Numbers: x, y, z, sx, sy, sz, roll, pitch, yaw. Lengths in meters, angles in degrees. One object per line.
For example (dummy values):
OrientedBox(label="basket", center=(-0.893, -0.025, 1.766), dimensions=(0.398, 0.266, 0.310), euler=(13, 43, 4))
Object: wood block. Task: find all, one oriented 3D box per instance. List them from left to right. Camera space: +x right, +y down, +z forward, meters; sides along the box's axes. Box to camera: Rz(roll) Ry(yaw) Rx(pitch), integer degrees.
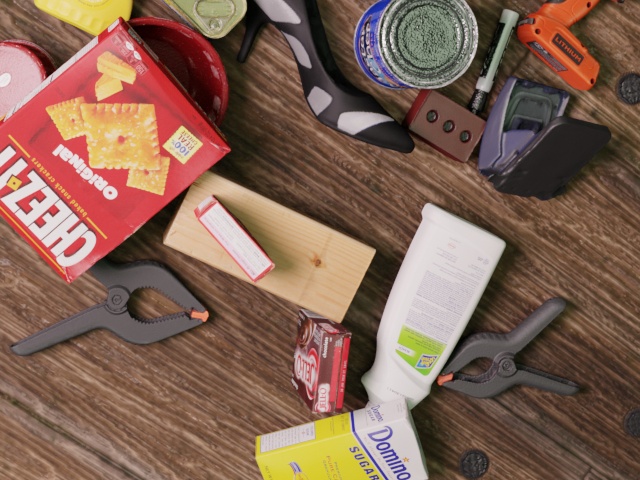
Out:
OrientedBox(label="wood block", center=(-0.058, 0.002, 1.151), dimensions=(0.206, 0.090, 0.091), euler=(25, 93, -10))

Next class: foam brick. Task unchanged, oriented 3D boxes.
OrientedBox(label="foam brick", center=(0.136, -0.127, 1.178), dimensions=(0.078, 0.051, 0.053), euler=(29, 93, -11))

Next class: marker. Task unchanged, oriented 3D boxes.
OrientedBox(label="marker", center=(0.192, -0.198, 1.192), dimensions=(0.020, 0.020, 0.121), euler=(19, 95, -10))

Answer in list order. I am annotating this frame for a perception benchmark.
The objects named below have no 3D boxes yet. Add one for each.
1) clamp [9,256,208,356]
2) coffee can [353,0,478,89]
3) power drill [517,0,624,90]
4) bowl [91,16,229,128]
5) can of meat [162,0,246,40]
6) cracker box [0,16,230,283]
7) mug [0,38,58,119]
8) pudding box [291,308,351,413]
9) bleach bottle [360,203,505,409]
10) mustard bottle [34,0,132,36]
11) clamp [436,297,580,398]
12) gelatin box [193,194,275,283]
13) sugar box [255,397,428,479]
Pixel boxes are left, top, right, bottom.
OrientedBox(label="clamp", center=(-0.225, 0.052, 1.161), dimensions=(0.209, 0.036, 0.164), euler=(5, 98, -10))
OrientedBox(label="coffee can", center=(0.096, -0.209, 1.116), dimensions=(0.102, 0.140, 0.103), euler=(-1, 98, -8))
OrientedBox(label="power drill", center=(0.325, -0.261, 1.183), dimensions=(0.184, 0.057, 0.187), euler=(38, 89, -7))
OrientedBox(label="bowl", center=(-0.179, -0.160, 1.115), dimensions=(0.162, 0.055, 0.162), euler=(-6, 117, -11))
OrientedBox(label="can of meat", center=(-0.129, -0.255, 1.106), dimensions=(0.102, 0.084, 0.057), euler=(44, 87, -11))
OrientedBox(label="cracker box", center=(-0.221, -0.088, 1.050), dimensions=(0.214, 0.072, 0.164), euler=(-39, 110, 3))
OrientedBox(label="mug", center=(-0.305, -0.159, 1.098), dimensions=(0.117, 0.081, 0.093), euler=(12, 96, -9))
OrientedBox(label="pudding box", center=(0.000, 0.130, 1.165), dimensions=(0.039, 0.113, 0.090), euler=(6, 97, -12))
OrientedBox(label="bleach bottle", center=(0.109, 0.091, 1.201), dimensions=(0.102, 0.068, 0.251), euler=(26, 96, -8))
OrientedBox(label="mustard bottle", center=(-0.215, -0.310, 1.101), dimensions=(0.096, 0.058, 0.191), euler=(24, 94, -17))
OrientedBox(label="clamp", center=(0.216, 0.128, 1.232), dimensions=(0.171, 0.039, 0.120), euler=(-5, 97, -7))
OrientedBox(label="gelatin box", center=(-0.086, -0.003, 1.062), dimensions=(0.030, 0.073, 0.089), euler=(-42, 101, -1))
OrientedBox(label="sugar box", center=(0.024, 0.244, 1.194), dimensions=(0.176, 0.048, 0.093), euler=(-15, 117, 8))
